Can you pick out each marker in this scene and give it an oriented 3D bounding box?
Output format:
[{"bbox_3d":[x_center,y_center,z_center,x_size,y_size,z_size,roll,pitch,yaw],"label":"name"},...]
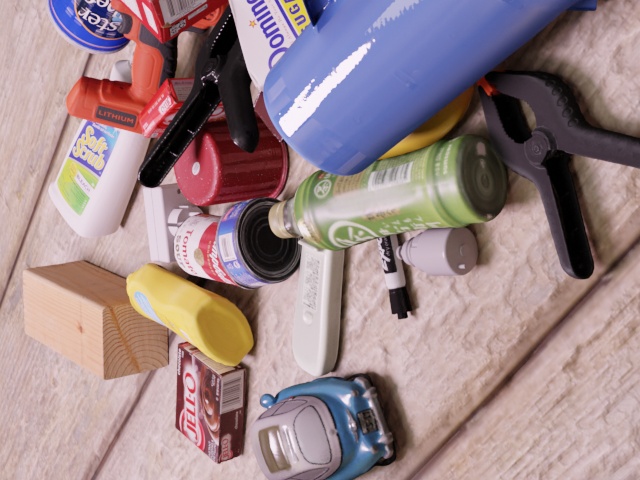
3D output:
[{"bbox_3d":[0.061,0.010,0.939,0.020,0.020,0.121,-12,89,51],"label":"marker"}]

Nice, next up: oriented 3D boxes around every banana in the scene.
[{"bbox_3d":[0.050,-0.094,0.894,0.198,0.037,0.069,-5,137,37],"label":"banana"}]

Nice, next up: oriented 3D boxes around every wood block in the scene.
[{"bbox_3d":[-0.282,0.094,1.321,0.206,0.090,0.091,17,111,48],"label":"wood block"}]

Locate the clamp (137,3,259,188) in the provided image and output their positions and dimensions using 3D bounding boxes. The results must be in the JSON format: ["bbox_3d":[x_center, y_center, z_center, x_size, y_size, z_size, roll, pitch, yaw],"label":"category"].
[{"bbox_3d":[-0.084,-0.148,0.978,0.165,0.036,0.210,-4,59,50],"label":"clamp"}]

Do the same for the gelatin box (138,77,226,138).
[{"bbox_3d":[-0.130,-0.135,1.082,0.073,0.089,0.030,-37,70,48],"label":"gelatin box"}]

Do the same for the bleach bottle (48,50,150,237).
[{"bbox_3d":[-0.243,-0.124,1.246,0.103,0.067,0.251,51,131,27],"label":"bleach bottle"}]

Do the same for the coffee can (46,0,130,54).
[{"bbox_3d":[-0.223,-0.282,1.149,0.141,0.102,0.103,-40,68,47],"label":"coffee can"}]

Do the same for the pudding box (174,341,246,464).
[{"bbox_3d":[-0.124,0.178,1.187,0.090,0.039,0.113,27,119,45],"label":"pudding box"}]

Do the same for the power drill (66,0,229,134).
[{"bbox_3d":[-0.201,-0.205,1.084,0.057,0.184,0.188,-94,24,-50],"label":"power drill"}]

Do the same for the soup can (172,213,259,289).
[{"bbox_3d":[-0.097,0.009,1.094,0.102,0.068,0.068,10,106,50],"label":"soup can"}]

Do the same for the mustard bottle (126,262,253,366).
[{"bbox_3d":[-0.158,0.070,1.172,0.192,0.058,0.096,22,158,47],"label":"mustard bottle"}]

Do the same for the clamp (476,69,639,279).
[{"bbox_3d":[0.169,-0.057,0.778,0.172,0.039,0.120,51,129,39],"label":"clamp"}]

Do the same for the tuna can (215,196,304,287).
[{"bbox_3d":[-0.057,0.001,1.028,0.034,0.085,0.086,-13,89,50],"label":"tuna can"}]

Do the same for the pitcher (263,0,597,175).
[{"bbox_3d":[0.060,-0.161,0.766,0.243,0.144,0.149,-41,73,35],"label":"pitcher"}]

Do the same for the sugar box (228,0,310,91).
[{"bbox_3d":[0.009,-0.200,0.888,0.176,0.048,0.093,-25,73,29],"label":"sugar box"}]

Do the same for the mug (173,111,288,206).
[{"bbox_3d":[-0.099,-0.083,1.062,0.117,0.081,0.093,35,124,41],"label":"mug"}]
